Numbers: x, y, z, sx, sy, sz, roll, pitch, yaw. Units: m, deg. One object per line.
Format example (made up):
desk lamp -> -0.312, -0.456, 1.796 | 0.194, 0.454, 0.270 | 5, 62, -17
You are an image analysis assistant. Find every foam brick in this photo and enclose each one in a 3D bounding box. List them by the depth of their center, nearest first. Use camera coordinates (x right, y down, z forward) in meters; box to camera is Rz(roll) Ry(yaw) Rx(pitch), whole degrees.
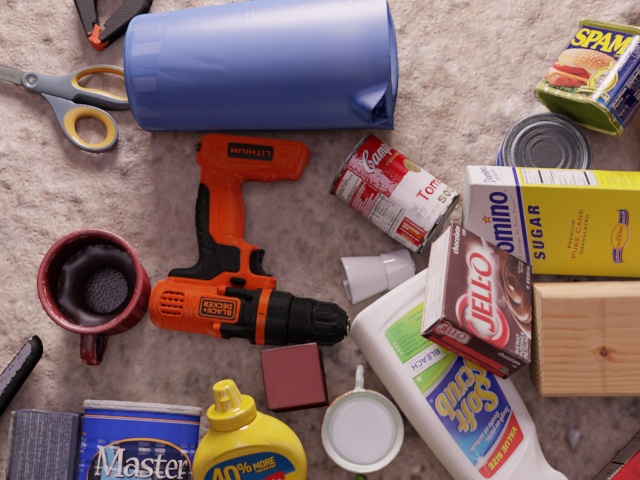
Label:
foam brick -> -0.022, 0.123, 0.944 | 0.051, 0.078, 0.053 | -8, 79, 2

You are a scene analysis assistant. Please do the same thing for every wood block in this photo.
wood block -> 0.289, 0.083, 0.921 | 0.206, 0.090, 0.091 | -1, 94, 5

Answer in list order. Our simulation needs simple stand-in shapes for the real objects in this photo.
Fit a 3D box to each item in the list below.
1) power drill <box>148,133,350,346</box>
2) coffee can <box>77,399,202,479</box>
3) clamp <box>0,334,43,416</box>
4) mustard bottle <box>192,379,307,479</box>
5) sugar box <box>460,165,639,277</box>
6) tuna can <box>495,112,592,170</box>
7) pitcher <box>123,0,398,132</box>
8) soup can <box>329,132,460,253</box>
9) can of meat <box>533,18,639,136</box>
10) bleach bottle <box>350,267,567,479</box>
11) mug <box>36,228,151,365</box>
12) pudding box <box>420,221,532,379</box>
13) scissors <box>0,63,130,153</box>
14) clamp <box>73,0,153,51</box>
power drill -> -0.056, 0.001, 0.977 | 0.184, 0.057, 0.187 | 6, 80, 3
coffee can -> -0.158, 0.211, 0.918 | 0.103, 0.103, 0.140 | 3, 80, 2
clamp -> -0.326, 0.181, 0.962 | 0.164, 0.036, 0.210 | -7, 81, 1
mustard bottle -> -0.055, 0.206, 0.901 | 0.096, 0.058, 0.191 | -15, 106, 3
sugar box -> 0.216, -0.016, 0.957 | 0.176, 0.048, 0.093 | 0, 119, 1
tuna can -> 0.209, -0.076, 0.996 | 0.086, 0.034, 0.086 | 0, 79, 2
pitcher -> -0.050, -0.167, 0.983 | 0.243, 0.149, 0.145 | -3, 94, 4
soup can -> 0.068, -0.042, 0.976 | 0.102, 0.068, 0.068 | 35, 82, 8
can of meat -> 0.257, -0.149, 0.978 | 0.057, 0.102, 0.084 | 40, 85, -35
bleach bottle -> 0.135, 0.148, 0.914 | 0.102, 0.068, 0.251 | -32, 70, -14
mug -> -0.199, 0.054, 0.960 | 0.093, 0.081, 0.117 | 0, 79, 2
pudding box -> 0.134, 0.050, 0.909 | 0.090, 0.039, 0.113 | 29, 43, -18
scissors -> -0.272, -0.134, 1.031 | 0.202, 0.016, 0.096 | 3, 79, 2
clamp -> -0.203, -0.274, 1.043 | 0.120, 0.039, 0.171 | 24, 81, 7
